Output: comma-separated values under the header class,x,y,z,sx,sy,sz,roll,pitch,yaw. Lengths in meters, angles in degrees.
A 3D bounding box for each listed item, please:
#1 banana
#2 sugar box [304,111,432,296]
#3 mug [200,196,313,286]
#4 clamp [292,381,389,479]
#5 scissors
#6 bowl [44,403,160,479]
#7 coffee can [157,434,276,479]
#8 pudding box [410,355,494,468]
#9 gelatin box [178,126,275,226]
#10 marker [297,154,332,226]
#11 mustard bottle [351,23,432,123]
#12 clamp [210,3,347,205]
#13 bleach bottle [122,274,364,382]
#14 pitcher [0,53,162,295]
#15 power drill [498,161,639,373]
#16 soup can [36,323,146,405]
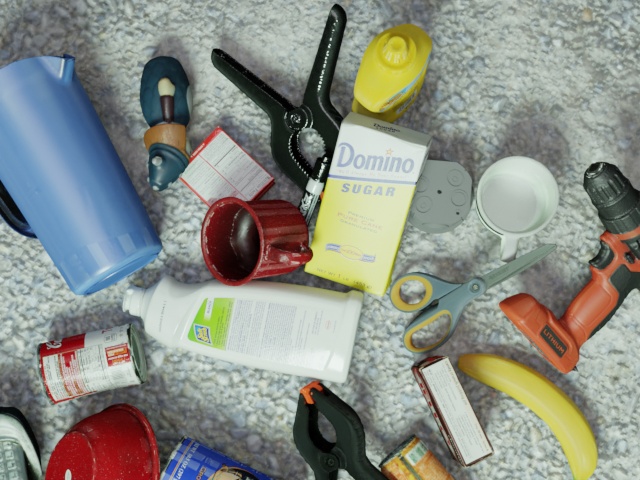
class,x,y,z,sx,sy,sz,roll,pitch,yaw
banana,0.233,0.183,1.139,0.069,0.037,0.198,-40,85,-4
sugar box,0.049,-0.037,1.119,0.093,0.048,0.176,17,117,8
mug,-0.057,0.001,1.120,0.117,0.081,0.093,18,106,39
clamp,0.028,0.229,1.110,0.120,0.039,0.171,-12,97,20
scissors,0.148,0.039,1.122,0.202,0.016,0.096,-48,69,25
bowl,-0.233,0.243,1.086,0.162,0.055,0.162,-18,64,42
coffee can,-0.100,0.278,1.103,0.140,0.103,0.103,25,85,4
pudding box,0.136,0.176,1.115,0.039,0.090,0.113,-27,85,-2
gelatin box,-0.105,-0.069,1.176,0.089,0.030,0.073,43,85,5
marker,-0.014,-0.037,1.150,0.020,0.020,0.121,23,112,3
mustard bottle,0.074,-0.174,1.101,0.058,0.191,0.096,43,86,5
clamp,-0.013,-0.142,1.152,0.165,0.036,0.210,-22,94,27
bleach bottle,-0.085,0.080,1.143,0.251,0.068,0.102,12,92,4
pitcher,-0.278,-0.063,1.139,0.144,0.149,0.243,-29,87,-17
power drill,0.279,0.033,1.111,0.187,0.057,0.184,-42,116,1
soup can,-0.243,0.131,1.139,0.102,0.068,0.068,-13,84,-1
